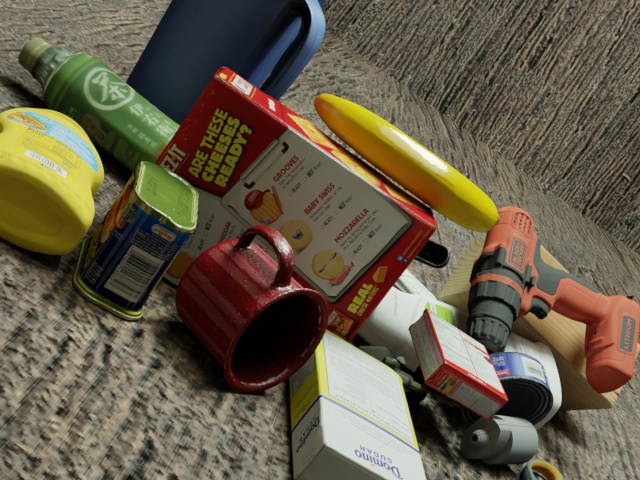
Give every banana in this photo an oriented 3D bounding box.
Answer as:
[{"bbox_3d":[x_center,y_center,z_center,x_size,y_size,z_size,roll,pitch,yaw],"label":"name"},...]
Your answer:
[{"bbox_3d":[0.078,-0.058,0.888,0.197,0.037,0.070,35,-3,-14],"label":"banana"}]

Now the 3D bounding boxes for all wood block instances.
[{"bbox_3d":[0.245,0.090,1.183,0.206,0.090,0.090,43,-29,-16],"label":"wood block"}]

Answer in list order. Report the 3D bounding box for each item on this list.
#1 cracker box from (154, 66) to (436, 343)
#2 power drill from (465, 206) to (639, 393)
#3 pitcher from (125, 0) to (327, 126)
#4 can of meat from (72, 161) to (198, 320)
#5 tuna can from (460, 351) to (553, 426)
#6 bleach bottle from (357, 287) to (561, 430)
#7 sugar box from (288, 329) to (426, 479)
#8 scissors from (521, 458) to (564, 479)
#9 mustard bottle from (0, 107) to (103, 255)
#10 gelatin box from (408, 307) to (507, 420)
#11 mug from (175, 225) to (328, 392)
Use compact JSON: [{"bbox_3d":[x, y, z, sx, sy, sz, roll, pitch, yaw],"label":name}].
[{"bbox_3d":[-0.038,-0.014,0.877,0.213,0.164,0.072,34,14,-8],"label":"cracker box"},{"bbox_3d":[0.231,0.076,1.067,0.187,0.057,0.184,33,52,-16],"label":"power drill"},{"bbox_3d":[-0.105,-0.181,1.071,0.145,0.243,0.149,33,16,-11],"label":"pitcher"},{"bbox_3d":[-0.134,-0.003,0.790,0.057,0.084,0.102,31,17,-17],"label":"can of meat"},{"bbox_3d":[0.172,0.143,1.000,0.086,0.086,0.034,28,37,-28],"label":"tuna can"},{"bbox_3d":[0.122,0.100,1.061,0.250,0.068,0.102,29,31,-20],"label":"bleach bottle"},{"bbox_3d":[0.024,0.138,0.792,0.093,0.048,0.176,32,20,-14],"label":"sugar box"},{"bbox_3d":[0.200,0.240,0.919,0.096,0.016,0.201,39,16,9],"label":"scissors"},{"bbox_3d":[-0.216,-0.058,0.826,0.096,0.058,0.191,30,17,-16],"label":"mustard bottle"},{"bbox_3d":[0.119,0.108,0.938,0.073,0.030,0.089,32,20,-21],"label":"gelatin box"},{"bbox_3d":[-0.051,0.042,0.788,0.093,0.117,0.082,-12,40,-39],"label":"mug"}]
